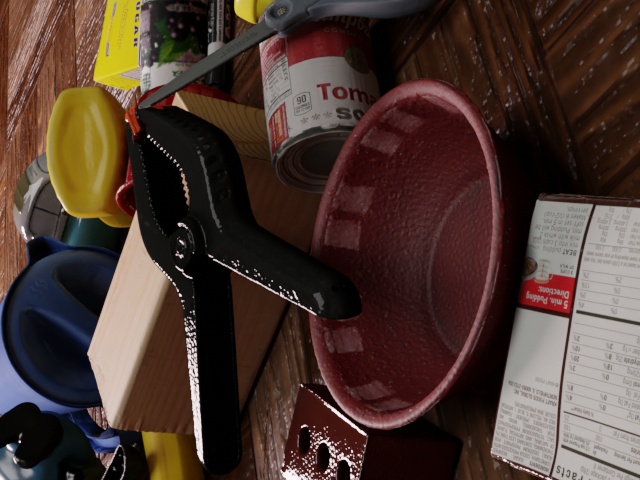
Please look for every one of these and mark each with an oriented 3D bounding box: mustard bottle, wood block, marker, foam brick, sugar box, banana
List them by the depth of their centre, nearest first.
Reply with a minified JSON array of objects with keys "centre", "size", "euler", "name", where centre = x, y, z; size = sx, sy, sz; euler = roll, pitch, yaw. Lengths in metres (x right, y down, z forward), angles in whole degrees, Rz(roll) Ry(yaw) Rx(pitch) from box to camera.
[{"centre":[0.023,0.109,0.530],"size":[0.078,0.051,0.053],"euler":[24,102,62],"name":"foam brick"},{"centre":[-0.076,0.020,0.705],"size":[0.206,0.090,0.090],"euler":[-67,31,23],"name":"wood block"},{"centre":[-0.107,0.162,0.747],"size":[0.037,0.069,0.198],"euler":[-29,41,5],"name":"banana"},{"centre":[-0.081,-0.172,0.857],"size":[0.020,0.020,0.121],"euler":[-31,55,56],"name":"marker"},{"centre":[-0.165,-0.060,0.870],"size":[0.191,0.058,0.096],"euler":[42,-137,-84],"name":"mustard bottle"},{"centre":[-0.158,-0.195,0.982],"size":[0.176,0.048,0.093],"euler":[1,82,63],"name":"sugar box"}]

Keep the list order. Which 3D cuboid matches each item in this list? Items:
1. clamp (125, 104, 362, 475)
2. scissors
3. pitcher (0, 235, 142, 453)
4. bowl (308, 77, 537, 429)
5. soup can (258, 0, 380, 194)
[{"centre":[-0.054,0.001,0.573],"size":[0.165,0.036,0.210],"euler":[-46,57,45],"name":"clamp"},{"centre":[-0.003,-0.119,0.584],"size":[0.201,0.016,0.096],"euler":[-43,50,-5],"name":"scissors"},{"centre":[-0.234,0.106,0.954],"size":[0.243,0.144,0.149],"euler":[-30,43,60],"name":"pitcher"},{"centre":[0.055,0.009,0.499],"size":[0.162,0.055,0.162],"euler":[-30,55,56],"name":"bowl"},{"centre":[0.001,-0.087,0.620],"size":[0.069,0.068,0.102],"euler":[-45,44,48],"name":"soup can"}]
